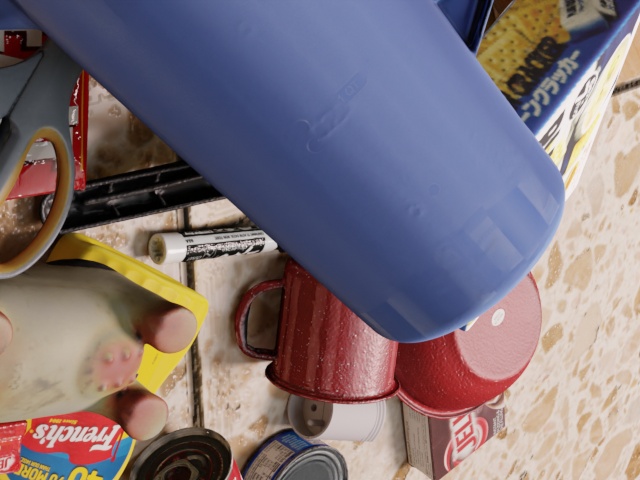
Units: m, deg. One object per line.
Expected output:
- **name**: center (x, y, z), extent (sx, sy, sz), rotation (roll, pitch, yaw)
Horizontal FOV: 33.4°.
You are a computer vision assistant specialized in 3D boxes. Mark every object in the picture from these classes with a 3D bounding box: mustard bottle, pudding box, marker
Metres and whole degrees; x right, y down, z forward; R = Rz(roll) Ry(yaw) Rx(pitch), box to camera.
- **mustard bottle**: center (-0.144, 0.098, 0.597), extent (0.096, 0.058, 0.191), rotation (31, 86, -43)
- **pudding box**: center (0.111, 0.132, 0.889), extent (0.089, 0.039, 0.113), rotation (-32, 127, -31)
- **marker**: center (-0.054, 0.001, 0.675), extent (0.120, 0.020, 0.020), rotation (-6, 112, -44)

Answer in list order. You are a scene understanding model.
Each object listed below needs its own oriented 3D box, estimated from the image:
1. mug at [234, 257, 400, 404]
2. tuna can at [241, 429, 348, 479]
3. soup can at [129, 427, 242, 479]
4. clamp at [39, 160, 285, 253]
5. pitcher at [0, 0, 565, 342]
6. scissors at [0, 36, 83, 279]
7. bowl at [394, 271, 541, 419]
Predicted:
- **mug**: center (0.001, 0.055, 0.715), extent (0.117, 0.093, 0.081), rotation (5, 102, -9)
- **tuna can**: center (-0.021, 0.183, 0.780), extent (0.085, 0.034, 0.086), rotation (-21, 122, -38)
- **soup can**: center (-0.077, 0.181, 0.698), extent (0.068, 0.069, 0.102), rotation (-39, 132, -27)
- **clamp**: center (-0.044, -0.039, 0.610), extent (0.209, 0.165, 0.036), rotation (-39, 127, -59)
- **pitcher**: center (-0.003, -0.080, 0.431), extent (0.242, 0.149, 0.144), rotation (45, 53, -19)
- **scissors**: center (-0.126, -0.085, 0.456), extent (0.096, 0.016, 0.202), rotation (20, 80, -35)
- **bowl**: center (0.117, 0.059, 0.814), extent (0.161, 0.055, 0.162), rotation (0, 91, -35)
